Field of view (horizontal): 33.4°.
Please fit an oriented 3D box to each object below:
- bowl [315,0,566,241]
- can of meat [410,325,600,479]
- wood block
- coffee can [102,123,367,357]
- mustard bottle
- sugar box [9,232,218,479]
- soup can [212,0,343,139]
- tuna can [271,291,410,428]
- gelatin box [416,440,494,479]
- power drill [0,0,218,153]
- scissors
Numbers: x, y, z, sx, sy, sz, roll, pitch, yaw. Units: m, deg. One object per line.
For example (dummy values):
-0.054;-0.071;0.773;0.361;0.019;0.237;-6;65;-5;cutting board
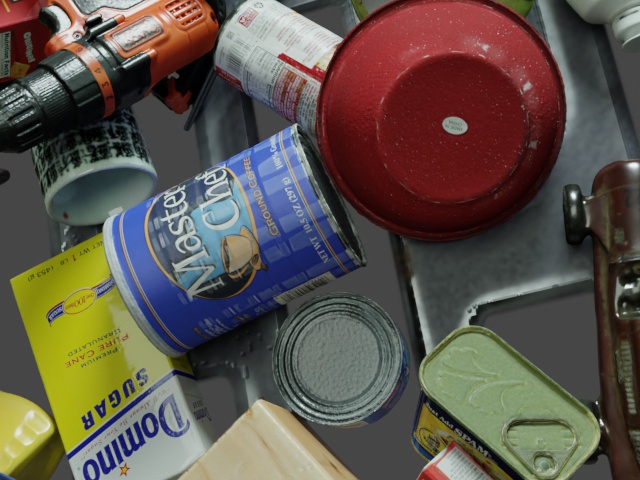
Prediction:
0.078;-0.072;0.659;0.162;0.055;0.162;0;103;-1;bowl
0.102;0.112;0.619;0.102;0.084;0.057;39;62;22;can of meat
0.013;0.201;0.624;0.090;0.090;0.206;-45;68;0;wood block
-0.055;0.001;0.693;0.140;0.102;0.103;-26;70;8;coffee can
-0.274;0.120;0.749;0.192;0.058;0.096;31;75;22;mustard bottle
-0.139;0.088;0.725;0.093;0.048;0.176;-27;68;8;sugar box
-0.016;-0.117;0.732;0.102;0.068;0.068;34;87;22;soup can
0.014;0.078;0.688;0.086;0.033;0.086;-4;74;15;tuna can
0.085;0.163;0.612;0.030;0.089;0.073;-38;71;-26;gelatin box
-0.189;-0.158;0.720;0.184;0.057;0.188;-36;78;-32;power drill
-0.048;-0.178;0.778;0.016;0.096;0.202;27;115;-2;scissors
